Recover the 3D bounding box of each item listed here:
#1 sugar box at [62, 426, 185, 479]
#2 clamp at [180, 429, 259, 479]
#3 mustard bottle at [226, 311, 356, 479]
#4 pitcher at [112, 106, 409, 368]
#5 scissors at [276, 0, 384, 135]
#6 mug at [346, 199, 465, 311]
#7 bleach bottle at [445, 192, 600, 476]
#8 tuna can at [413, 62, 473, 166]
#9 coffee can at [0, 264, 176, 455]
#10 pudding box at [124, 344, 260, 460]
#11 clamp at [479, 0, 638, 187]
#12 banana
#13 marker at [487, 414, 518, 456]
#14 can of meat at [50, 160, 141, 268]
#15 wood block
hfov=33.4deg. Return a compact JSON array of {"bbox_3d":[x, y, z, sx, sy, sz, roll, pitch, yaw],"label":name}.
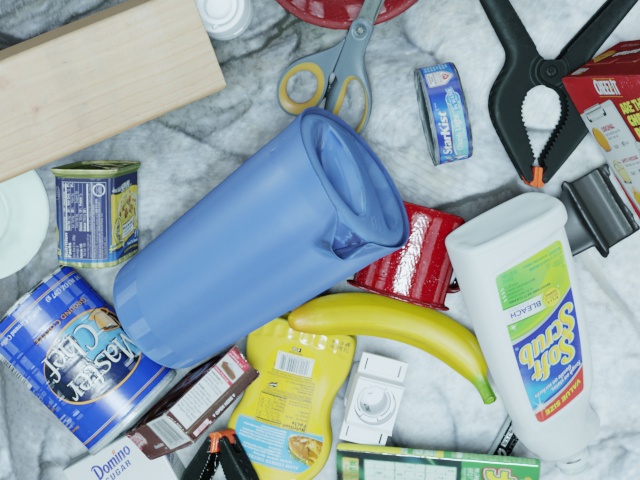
[{"bbox_3d":[-0.153,0.261,0.987,0.093,0.048,0.176,-28,91,4],"label":"sugar box"},{"bbox_3d":[-0.098,0.254,0.938,0.120,0.039,0.171,-8,80,18],"label":"clamp"},{"bbox_3d":[-0.034,0.164,0.963,0.096,0.058,0.192,14,97,5],"label":"mustard bottle"},{"bbox_3d":[-0.056,0.001,0.896,0.243,0.149,0.145,-34,77,26],"label":"pitcher"},{"bbox_3d":[0.015,-0.178,0.915,0.096,0.016,0.202,14,116,11],"label":"scissors"},{"bbox_3d":[0.087,0.012,0.933,0.117,0.093,0.081,14,92,-30],"label":"mug"},{"bbox_3d":[0.192,0.091,0.916,0.102,0.068,0.251,-27,112,-11],"label":"bleach bottle"},{"bbox_3d":[0.105,-0.108,0.913,0.034,0.086,0.086,-12,96,2],"label":"tuna can"},{"bbox_3d":[-0.212,0.104,0.943,0.103,0.103,0.140,-44,93,6],"label":"coffee can"},{"bbox_3d":[-0.112,0.142,0.924,0.039,0.114,0.089,49,58,-7],"label":"pudding box"},{"bbox_3d":[0.207,-0.152,0.928,0.164,0.036,0.210,-2,96,0],"label":"clamp"},{"bbox_3d":[0.068,0.080,0.930,0.197,0.069,0.037,20,126,-9],"label":"banana"},{"bbox_3d":[0.158,0.204,0.978,0.020,0.020,0.121,28,97,-1],"label":"marker"},{"bbox_3d":[-0.193,-0.025,0.930,0.057,0.102,0.084,2,99,7],"label":"can of meat"},{"bbox_3d":[-0.196,-0.133,0.885,0.206,0.091,0.090,-25,111,-13],"label":"wood block"}]
